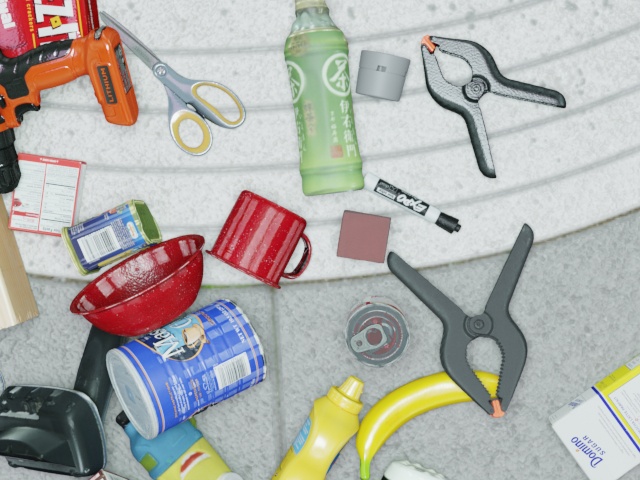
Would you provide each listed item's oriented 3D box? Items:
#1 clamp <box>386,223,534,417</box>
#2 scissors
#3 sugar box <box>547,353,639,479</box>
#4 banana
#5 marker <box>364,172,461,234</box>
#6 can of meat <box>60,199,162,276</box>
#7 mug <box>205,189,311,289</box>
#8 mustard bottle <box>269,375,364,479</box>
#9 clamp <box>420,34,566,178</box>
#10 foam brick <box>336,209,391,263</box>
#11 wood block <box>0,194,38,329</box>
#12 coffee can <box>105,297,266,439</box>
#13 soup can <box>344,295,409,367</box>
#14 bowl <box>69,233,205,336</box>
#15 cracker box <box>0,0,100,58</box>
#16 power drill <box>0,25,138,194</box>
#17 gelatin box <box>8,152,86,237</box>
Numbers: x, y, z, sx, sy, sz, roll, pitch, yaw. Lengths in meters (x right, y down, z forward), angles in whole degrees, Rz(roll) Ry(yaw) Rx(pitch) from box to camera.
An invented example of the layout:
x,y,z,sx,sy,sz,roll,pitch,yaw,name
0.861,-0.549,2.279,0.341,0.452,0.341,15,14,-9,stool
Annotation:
x,y,z,sx,sy,sz,roll,pitch,yaw,name
0.180,0.086,1.168,0.164,0.036,0.210,-19,78,3,clamp
-0.181,-0.169,1.199,0.202,0.016,0.096,28,94,1,scissors
0.349,0.186,1.177,0.176,0.048,0.093,-35,91,8,sugar box
0.113,0.188,1.186,0.197,0.037,0.070,-31,77,-6,banana
0.102,-0.040,1.190,0.121,0.020,0.020,28,94,1,marker
-0.226,-0.005,1.168,0.084,0.102,0.057,-23,91,2,can of meat
-0.058,0.001,1.172,0.117,0.093,0.081,27,89,-30,mug
-0.008,0.233,1.171,0.058,0.096,0.191,30,94,1,mustard bottle
0.169,-0.154,1.172,0.171,0.039,0.120,36,90,7,clamp
0.047,-0.005,1.165,0.053,0.078,0.051,10,92,2,foam brick
-0.394,0.002,1.181,0.090,0.091,0.206,-17,92,3,wood block
-0.143,0.135,1.142,0.140,0.103,0.103,-25,92,-26,coffee can
0.061,0.096,1.157,0.068,0.102,0.068,0,93,2,soup can
-0.185,0.056,1.147,0.162,0.162,0.055,-25,107,4,bowl
-0.359,-0.258,1.176,0.213,0.072,0.164,-7,93,2,cracker box
-0.293,-0.145,1.134,0.187,0.057,0.184,-9,115,3,power drill
-0.308,-0.050,1.205,0.073,0.030,0.089,8,93,1,gelatin box
